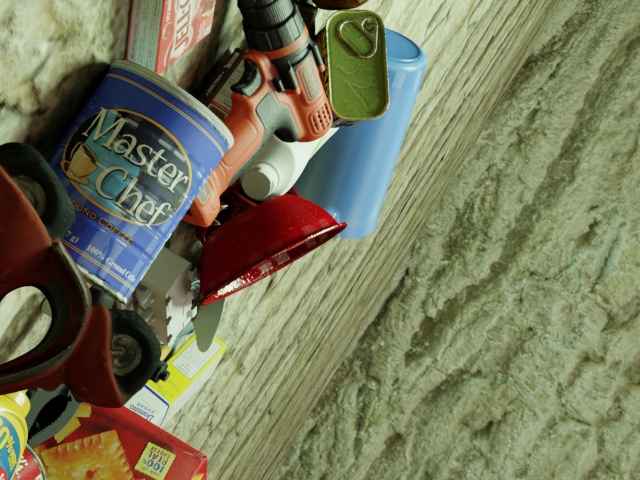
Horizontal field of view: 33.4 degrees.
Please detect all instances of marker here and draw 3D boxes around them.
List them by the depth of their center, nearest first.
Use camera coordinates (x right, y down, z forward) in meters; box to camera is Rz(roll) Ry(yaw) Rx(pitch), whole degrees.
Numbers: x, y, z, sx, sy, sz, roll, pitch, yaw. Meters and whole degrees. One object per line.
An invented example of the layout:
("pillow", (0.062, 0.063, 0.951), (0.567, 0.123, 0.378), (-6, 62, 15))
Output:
("marker", (-0.175, 0.081, 0.873), (0.020, 0.121, 0.020), (-56, 168, -18))

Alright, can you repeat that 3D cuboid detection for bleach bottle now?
("bleach bottle", (-0.023, -0.111, 1.087), (0.103, 0.068, 0.250), (-56, -178, 30))

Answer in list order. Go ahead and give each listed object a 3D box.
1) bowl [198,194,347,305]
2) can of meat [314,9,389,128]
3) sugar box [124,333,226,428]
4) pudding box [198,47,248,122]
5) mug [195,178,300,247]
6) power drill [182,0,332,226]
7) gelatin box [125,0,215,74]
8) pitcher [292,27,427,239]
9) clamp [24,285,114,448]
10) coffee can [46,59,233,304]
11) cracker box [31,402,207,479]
("bowl", (-0.057, 0.001, 1.020), (0.162, 0.055, 0.162), (-29, 175, -3))
("can of meat", (0.025, -0.160, 1.014), (0.084, 0.057, 0.102), (174, -88, -77))
("sugar box", (-0.188, 0.186, 1.259), (0.176, 0.048, 0.093), (-43, 169, -40))
("pudding box", (-0.083, -0.115, 0.991), (0.090, 0.039, 0.113), (-57, 169, -15))
("mug", (-0.085, -0.024, 1.111), (0.117, 0.093, 0.082), (-17, 143, -54))
("power drill", (-0.073, -0.118, 0.885), (0.187, 0.057, 0.184), (-46, 135, -25))
("gelatin box", (-0.104, -0.171, 0.768), (0.073, 0.030, 0.089), (-50, 165, -40))
("pitcher", (0.041, -0.138, 1.300), (0.144, 0.149, 0.243), (-9, 132, -39))
("clamp", (-0.220, 0.123, 0.957), (0.171, 0.039, 0.120), (-50, 146, -7))
("coffee can", (-0.141, -0.041, 0.752), (0.140, 0.103, 0.103), (-58, 169, -10))
("cracker box", (-0.227, 0.247, 0.963), (0.213, 0.164, 0.072), (-53, 166, -32))
